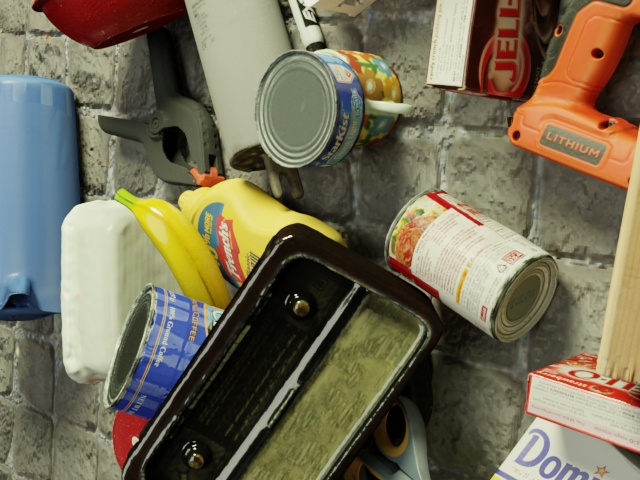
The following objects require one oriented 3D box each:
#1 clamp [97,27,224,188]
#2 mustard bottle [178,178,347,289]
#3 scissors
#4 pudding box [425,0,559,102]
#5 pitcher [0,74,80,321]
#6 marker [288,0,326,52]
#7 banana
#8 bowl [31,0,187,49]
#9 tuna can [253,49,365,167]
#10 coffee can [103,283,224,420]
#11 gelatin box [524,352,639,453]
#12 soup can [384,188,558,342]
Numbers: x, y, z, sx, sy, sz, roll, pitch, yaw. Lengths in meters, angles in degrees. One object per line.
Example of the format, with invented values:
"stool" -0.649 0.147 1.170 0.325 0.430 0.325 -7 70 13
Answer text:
"clamp" -0.148 -0.102 0.988 0.120 0.039 0.171 -49 56 34
"mustard bottle" -0.056 0.001 0.888 0.192 0.058 0.096 31 137 40
"scissors" 0.076 0.160 0.716 0.202 0.016 0.096 4 81 59
"pudding box" 0.116 -0.150 0.698 0.039 0.089 0.113 11 99 44
"pitcher" -0.308 -0.039 1.096 0.149 0.144 0.243 -3 86 32
"marker" -0.014 -0.187 0.870 0.020 0.020 0.121 -30 72 40
"banana" -0.105 0.039 0.902 0.070 0.037 0.198 12 132 57
"bowl" -0.167 -0.210 0.936 0.162 0.161 0.055 -15 101 43
"tuna can" -0.008 -0.096 0.784 0.086 0.033 0.086 2 93 44
"coffee can" -0.087 0.104 0.847 0.103 0.140 0.103 -55 22 36
"gelatin box" 0.182 0.098 0.652 0.089 0.073 0.030 14 105 39
"soup can" 0.103 0.016 0.733 0.102 0.068 0.068 35 115 37
